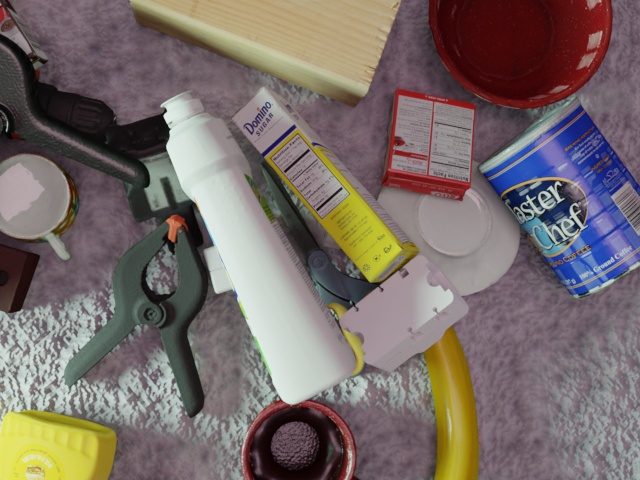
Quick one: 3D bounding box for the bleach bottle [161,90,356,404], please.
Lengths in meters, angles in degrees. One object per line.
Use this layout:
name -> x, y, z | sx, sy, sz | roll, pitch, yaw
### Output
bleach bottle -> -0.056, 0.001, 0.842 | 0.068, 0.102, 0.251 | -27, 93, -1

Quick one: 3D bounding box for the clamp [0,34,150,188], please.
clamp -> -0.256, -0.082, 0.823 | 0.164, 0.036, 0.210 | -35, 106, 4

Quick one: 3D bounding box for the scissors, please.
scissors -> 0.018, 0.019, 0.918 | 0.096, 0.016, 0.202 | -15, 99, -9

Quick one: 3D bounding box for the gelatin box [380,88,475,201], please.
gelatin box -> 0.094, -0.082, 0.924 | 0.073, 0.030, 0.089 | 10, 62, -4

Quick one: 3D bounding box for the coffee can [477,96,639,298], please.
coffee can -> 0.216, -0.036, 0.910 | 0.102, 0.103, 0.140 | -36, 91, -6

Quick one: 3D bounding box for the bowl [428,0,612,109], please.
bowl -> 0.169, -0.191, 0.937 | 0.162, 0.055, 0.162 | 0, 87, -5

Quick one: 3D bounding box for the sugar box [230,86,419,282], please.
sugar box -> 0.005, -0.044, 0.882 | 0.048, 0.093, 0.176 | -44, 80, 7

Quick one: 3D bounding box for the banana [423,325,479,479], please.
banana -> 0.109, 0.153, 0.912 | 0.037, 0.069, 0.198 | -9, 71, 31

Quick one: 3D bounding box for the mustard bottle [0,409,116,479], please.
mustard bottle -> -0.231, 0.242, 0.877 | 0.096, 0.058, 0.191 | 10, 88, 16

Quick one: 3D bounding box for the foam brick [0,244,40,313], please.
foam brick -> -0.283, 0.025, 0.889 | 0.078, 0.051, 0.053 | 17, 86, -4

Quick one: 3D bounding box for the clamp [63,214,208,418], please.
clamp -> -0.132, 0.067, 0.898 | 0.120, 0.039, 0.171 | 22, 101, -11

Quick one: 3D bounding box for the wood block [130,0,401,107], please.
wood block -> -0.045, -0.196, 0.902 | 0.206, 0.090, 0.091 | 21, 87, -4

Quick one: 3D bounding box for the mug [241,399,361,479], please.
mug -> -0.010, 0.181, 0.891 | 0.117, 0.081, 0.093 | 29, 85, -3
